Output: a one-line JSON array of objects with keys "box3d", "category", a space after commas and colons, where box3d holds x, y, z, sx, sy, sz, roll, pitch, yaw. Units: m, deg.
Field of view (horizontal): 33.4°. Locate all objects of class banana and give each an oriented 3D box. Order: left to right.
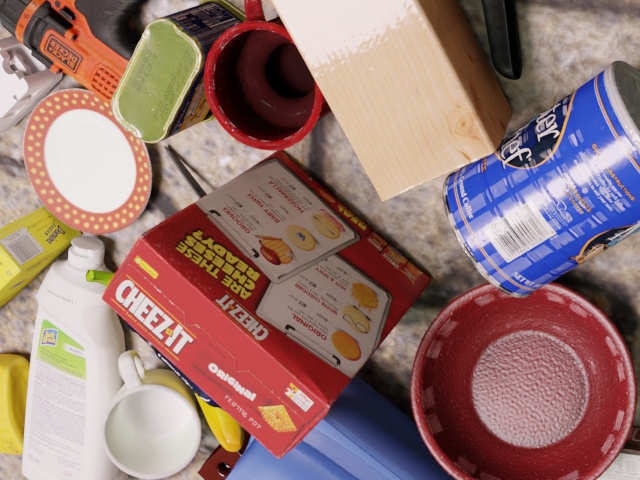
[{"box3d": [-0.122, 0.095, 0.919, 0.198, 0.069, 0.037, 47, 129, 9], "category": "banana"}]

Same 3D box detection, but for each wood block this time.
[{"box3d": [0.040, -0.146, 0.719, 0.091, 0.090, 0.206, -24, 105, 26], "category": "wood block"}]

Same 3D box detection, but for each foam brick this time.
[{"box3d": [-0.059, 0.206, 0.949, 0.078, 0.051, 0.053, 45, 121, 3], "category": "foam brick"}]

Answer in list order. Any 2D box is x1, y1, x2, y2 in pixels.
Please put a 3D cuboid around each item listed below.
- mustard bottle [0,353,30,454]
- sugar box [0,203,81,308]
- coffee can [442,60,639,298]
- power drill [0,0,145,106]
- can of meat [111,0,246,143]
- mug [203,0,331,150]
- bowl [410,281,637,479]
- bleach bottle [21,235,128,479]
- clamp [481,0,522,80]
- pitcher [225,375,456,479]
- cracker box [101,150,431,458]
[{"box3d": [-0.371, 0.159, 1.072, 0.192, 0.058, 0.096, 0, 109, 25], "category": "mustard bottle"}, {"box3d": [-0.303, 0.041, 0.972, 0.048, 0.093, 0.176, 50, 123, 0], "category": "sugar box"}, {"box3d": [0.168, -0.038, 0.713, 0.141, 0.102, 0.103, -35, 93, 32], "category": "coffee can"}, {"box3d": [-0.184, -0.220, 0.832, 0.184, 0.057, 0.188, 36, 124, 3], "category": "power drill"}, {"box3d": [-0.105, -0.129, 0.815, 0.057, 0.083, 0.102, 37, 121, 7], "category": "can of meat"}, {"box3d": [-0.029, -0.132, 0.779, 0.093, 0.081, 0.117, -8, 107, 27], "category": "mug"}, {"box3d": [0.151, 0.110, 0.789, 0.162, 0.055, 0.162, -3, 81, 18], "category": "bowl"}, {"box3d": [-0.218, 0.117, 0.982, 0.103, 0.068, 0.251, 18, 115, 17], "category": "bleach bottle"}, {"box3d": [0.117, -0.195, 0.711, 0.171, 0.039, 0.120, 46, 115, 8], "category": "clamp"}, {"box3d": [0.055, 0.203, 0.845, 0.243, 0.149, 0.145, 36, 121, 4], "category": "pitcher"}, {"box3d": [-0.030, 0.035, 0.771, 0.164, 0.213, 0.072, 41, 121, 5], "category": "cracker box"}]
